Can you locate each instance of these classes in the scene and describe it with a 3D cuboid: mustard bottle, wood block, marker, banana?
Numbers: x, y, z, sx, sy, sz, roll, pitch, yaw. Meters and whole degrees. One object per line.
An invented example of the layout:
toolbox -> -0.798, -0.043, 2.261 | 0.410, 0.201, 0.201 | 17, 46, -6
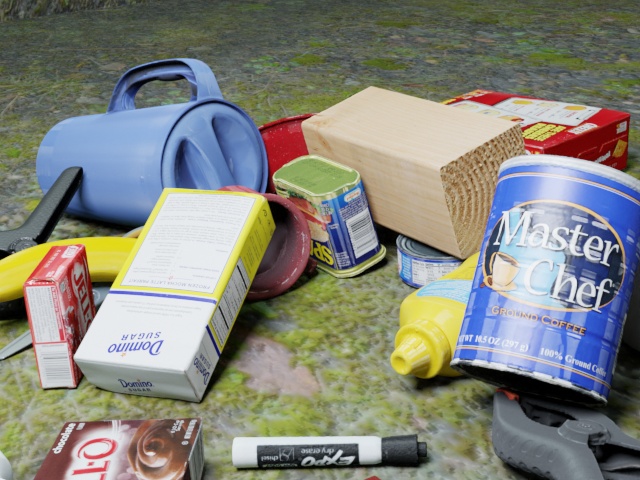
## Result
mustard bottle -> 0.115, 0.054, 0.794 | 0.096, 0.058, 0.191 | 12, 26, 39
wood block -> 0.083, -0.066, 0.952 | 0.090, 0.090, 0.206 | -31, 30, -23
marker -> 0.006, 0.131, 0.666 | 0.121, 0.020, 0.020 | -2, 21, 6
banana -> -0.187, 0.027, 0.883 | 0.197, 0.037, 0.069 | 3, 44, -7

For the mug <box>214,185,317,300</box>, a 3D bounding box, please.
mug -> -0.056, 0.001, 0.945 | 0.117, 0.093, 0.082 | 21, 3, -27

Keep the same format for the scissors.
scissors -> -0.173, 0.055, 0.898 | 0.096, 0.016, 0.201 | 26, 46, 12

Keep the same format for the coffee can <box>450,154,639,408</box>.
coffee can -> 0.151, 0.028, 0.696 | 0.103, 0.140, 0.103 | 15, -11, 3

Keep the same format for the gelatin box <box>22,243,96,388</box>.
gelatin box -> -0.193, 0.056, 0.805 | 0.030, 0.089, 0.073 | -2, 21, 5

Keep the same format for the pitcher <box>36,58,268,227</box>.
pitcher -> -0.179, -0.083, 1.074 | 0.243, 0.145, 0.149 | 5, 56, 43

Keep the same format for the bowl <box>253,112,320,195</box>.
bowl -> -0.009, -0.073, 1.097 | 0.162, 0.055, 0.162 | -7, -18, -2

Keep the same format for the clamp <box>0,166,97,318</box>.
clamp -> -0.263, 0.010, 0.960 | 0.209, 0.036, 0.165 | -20, 52, -27

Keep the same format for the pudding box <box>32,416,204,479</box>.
pudding box -> -0.120, 0.147, 0.620 | 0.090, 0.039, 0.113 | -2, 21, 6

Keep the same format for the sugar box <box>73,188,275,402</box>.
sugar box -> -0.106, 0.037, 0.811 | 0.093, 0.048, 0.176 | 4, 50, 21

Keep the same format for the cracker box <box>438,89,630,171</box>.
cracker box -> 0.207, -0.107, 1.188 | 0.163, 0.072, 0.214 | -22, 28, -38

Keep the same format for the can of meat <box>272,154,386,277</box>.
can of meat -> 0.006, -0.024, 0.973 | 0.057, 0.084, 0.102 | -30, 30, -23

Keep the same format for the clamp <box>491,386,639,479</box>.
clamp -> 0.149, 0.127, 0.615 | 0.120, 0.039, 0.172 | 1, 8, -37

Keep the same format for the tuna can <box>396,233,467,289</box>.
tuna can -> 0.110, 0.014, 0.936 | 0.086, 0.034, 0.086 | -4, 21, 1
